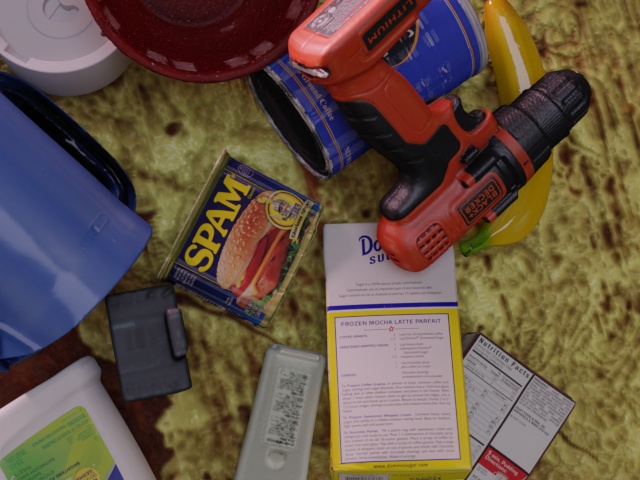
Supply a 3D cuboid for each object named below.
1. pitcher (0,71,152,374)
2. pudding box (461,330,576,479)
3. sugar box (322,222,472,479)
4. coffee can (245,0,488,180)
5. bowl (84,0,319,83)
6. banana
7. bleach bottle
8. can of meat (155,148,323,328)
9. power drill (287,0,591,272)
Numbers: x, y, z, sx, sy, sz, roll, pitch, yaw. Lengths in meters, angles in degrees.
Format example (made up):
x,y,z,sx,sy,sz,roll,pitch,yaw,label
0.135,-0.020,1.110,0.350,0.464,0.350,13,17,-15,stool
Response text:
x,y,z,sx,sy,sz,roll,pitch,yaw,label
-0.229,-0.048,0.672,0.145,0.149,0.242,-44,105,-4,pitcher
0.114,0.135,0.763,0.090,0.039,0.113,36,78,1,pudding box
0.050,0.075,0.735,0.093,0.048,0.176,-1,66,0,sugar box
0.031,-0.123,0.749,0.140,0.103,0.103,-36,89,-10,coffee can
-0.080,-0.185,0.695,0.162,0.055,0.162,-3,102,-15,bowl
0.143,-0.080,0.783,0.069,0.037,0.198,16,75,-40,banana
-0.130,0.208,0.712,0.102,0.068,0.251,-33,91,-8,bleach bottle
-0.055,0.001,0.747,0.084,0.057,0.102,28,79,-6,can of meat
0.080,-0.095,0.689,0.184,0.057,0.187,-43,122,-9,power drill
